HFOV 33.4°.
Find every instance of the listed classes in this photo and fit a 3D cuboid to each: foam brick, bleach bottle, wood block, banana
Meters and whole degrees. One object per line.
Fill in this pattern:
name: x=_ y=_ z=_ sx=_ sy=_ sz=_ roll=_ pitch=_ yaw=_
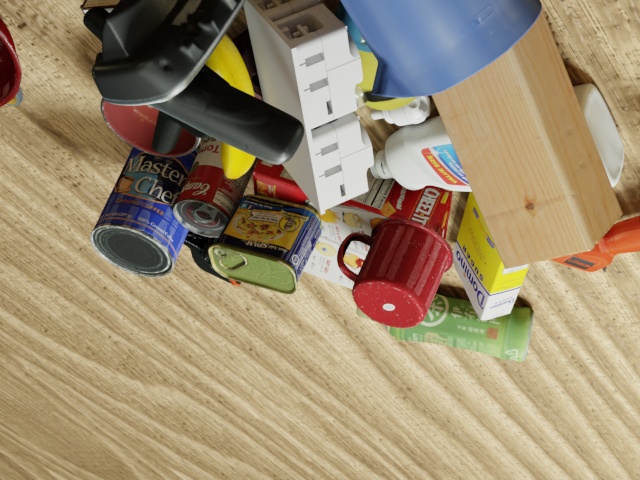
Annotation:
foam brick: x=-0.069 y=-0.166 z=1.058 sx=0.053 sy=0.078 sz=0.051 roll=36 pitch=146 yaw=-26
bleach bottle: x=0.164 y=-0.087 z=1.067 sx=0.251 sy=0.068 sz=0.102 roll=-7 pitch=132 yaw=36
wood block: x=0.177 y=-0.091 z=0.943 sx=0.091 sy=0.090 sz=0.206 roll=-15 pitch=104 yaw=39
banana: x=-0.088 y=-0.131 z=1.013 sx=0.070 sy=0.037 sz=0.198 roll=36 pitch=150 yaw=44

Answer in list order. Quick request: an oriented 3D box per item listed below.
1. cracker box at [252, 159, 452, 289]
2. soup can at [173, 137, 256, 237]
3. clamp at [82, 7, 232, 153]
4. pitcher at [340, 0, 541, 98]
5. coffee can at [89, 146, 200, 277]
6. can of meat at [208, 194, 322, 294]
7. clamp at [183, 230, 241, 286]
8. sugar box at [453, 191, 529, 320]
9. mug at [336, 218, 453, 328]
cracker box: x=0.034 y=-0.018 z=1.213 sx=0.214 sy=0.072 sz=0.164 roll=19 pitch=147 yaw=13
soup can: x=-0.119 y=-0.064 z=1.217 sx=0.068 sy=0.102 sz=0.068 roll=14 pitch=148 yaw=8
clamp: x=-0.138 y=-0.135 z=1.010 sx=0.210 sy=0.036 sz=0.164 roll=25 pitch=147 yaw=47
pitcher: x=0.060 y=-0.243 z=0.804 sx=0.145 sy=0.149 sz=0.242 roll=-21 pitch=114 yaw=36
coffee can: x=-0.197 y=-0.043 z=1.254 sx=0.103 sy=0.140 sz=0.103 roll=14 pitch=148 yaw=9
can of meat: x=-0.058 y=0.001 z=1.159 sx=0.102 sy=0.083 sz=0.057 roll=14 pitch=144 yaw=18
clamp: x=-0.152 y=0.004 z=1.399 sx=0.120 sy=0.039 sz=0.171 roll=8 pitch=147 yaw=20
sugar box: x=0.189 y=0.006 z=1.170 sx=0.048 sy=0.093 sz=0.176 roll=-13 pitch=149 yaw=-13
mug: x=0.072 y=0.032 z=1.114 sx=0.117 sy=0.081 sz=0.093 roll=26 pitch=147 yaw=0
